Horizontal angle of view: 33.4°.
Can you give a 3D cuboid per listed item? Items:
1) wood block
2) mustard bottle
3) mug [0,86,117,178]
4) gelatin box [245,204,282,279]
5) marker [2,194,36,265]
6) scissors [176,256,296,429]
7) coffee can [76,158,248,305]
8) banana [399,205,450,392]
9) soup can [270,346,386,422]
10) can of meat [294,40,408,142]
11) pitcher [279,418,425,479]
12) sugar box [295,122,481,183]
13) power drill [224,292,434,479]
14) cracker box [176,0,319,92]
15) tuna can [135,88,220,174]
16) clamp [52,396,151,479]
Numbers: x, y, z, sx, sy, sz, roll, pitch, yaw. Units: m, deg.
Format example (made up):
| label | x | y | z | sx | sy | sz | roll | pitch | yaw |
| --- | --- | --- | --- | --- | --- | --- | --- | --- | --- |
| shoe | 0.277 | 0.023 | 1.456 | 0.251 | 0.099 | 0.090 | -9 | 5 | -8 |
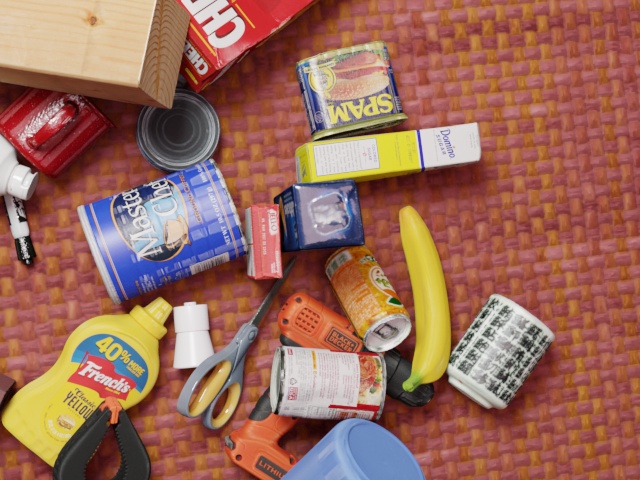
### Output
| label | x | y | z | sx | sy | sz | roll | pitch | yaw |
| --- | --- | --- | --- | --- | --- | --- | --- | --- | --- |
| wood block | -0.233 | -0.183 | 0.942 | 0.206 | 0.090 | 0.091 | 11 | 87 | 11 |
| mustard bottle | -0.217 | 0.132 | 1.058 | 0.096 | 0.058 | 0.191 | 44 | 83 | -16 |
| mug | -0.257 | -0.112 | 1.028 | 0.081 | 0.117 | 0.093 | -44 | 108 | -2 |
| gelatin box | -0.057 | 0.001 | 1.069 | 0.030 | 0.089 | 0.073 | -3 | 90 | -9 |
| marker | -0.306 | -0.035 | 1.065 | 0.020 | 0.020 | 0.121 | -14 | 92 | -9 |
| scissors | -0.075 | 0.113 | 1.095 | 0.016 | 0.096 | 0.201 | 21 | 54 | 30 |
| coffee can | -0.154 | -0.009 | 1.047 | 0.140 | 0.103 | 0.103 | -21 | 93 | -9 |
| banana | 0.109 | 0.064 | 1.104 | 0.037 | 0.069 | 0.198 | -11 | 67 | 24 |
| soup can | 0.006 | 0.139 | 1.032 | 0.102 | 0.068 | 0.068 | 5 | 89 | -9 |
| can of meat | 0.030 | -0.153 | 1.102 | 0.102 | 0.057 | 0.084 | -14 | 89 | -10 |
| pitcher | -0.004 | 0.283 | 1.011 | 0.145 | 0.149 | 0.243 | 36 | 114 | -7 |
| sugar box | 0.067 | -0.085 | 1.088 | 0.176 | 0.093 | 0.048 | -6 | 91 | -9 |
| power drill | 0.004 | 0.172 | 1.095 | 0.184 | 0.057 | 0.187 | 33 | 83 | -7 |
| cracker box | -0.087 | -0.273 | 1.044 | 0.213 | 0.072 | 0.164 | -42 | 96 | -29 |
| tuna can | -0.145 | -0.111 | 1.084 | 0.086 | 0.034 | 0.086 | 0 | 89 | -9 |
| clamp | -0.226 | 0.256 | 1.034 | 0.164 | 0.036 | 0.210 | -1 | 103 | -23 |
